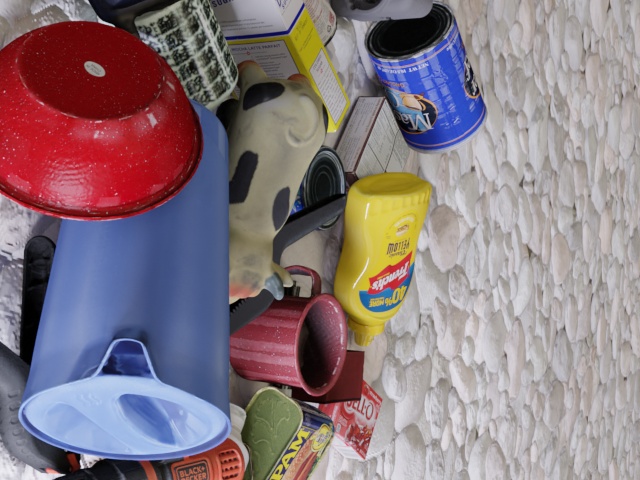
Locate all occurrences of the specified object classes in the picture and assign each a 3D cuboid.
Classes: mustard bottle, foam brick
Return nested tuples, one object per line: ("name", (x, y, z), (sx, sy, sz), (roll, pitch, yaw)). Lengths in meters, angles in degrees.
("mustard bottle", (0.059, 0.026, 1.124), (0.096, 0.058, 0.192), (-15, 125, -41))
("foam brick", (0.003, 0.135, 1.073), (0.078, 0.053, 0.051), (9, 85, -60))

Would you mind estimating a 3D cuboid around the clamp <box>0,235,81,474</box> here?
("clamp", (-0.204, 0.093, 0.728), (0.120, 0.039, 0.171), (-36, 120, -58))

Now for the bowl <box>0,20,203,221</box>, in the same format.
("bowl", (-0.150, -0.091, 0.686), (0.162, 0.162, 0.055), (-55, 172, -42))

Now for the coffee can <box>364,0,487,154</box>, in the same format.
("coffee can", (0.120, -0.181, 1.194), (0.102, 0.103, 0.140), (-64, 142, -34))

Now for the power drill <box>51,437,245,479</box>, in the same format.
("power drill", (-0.117, 0.245, 0.780), (0.184, 0.057, 0.187), (-3, 82, -49))

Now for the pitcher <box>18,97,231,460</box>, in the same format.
("pitcher", (-0.125, 0.025, 0.744), (0.144, 0.149, 0.243), (34, 45, -42))

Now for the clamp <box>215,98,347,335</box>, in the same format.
("clamp", (-0.056, 0.001, 0.951), (0.164, 0.036, 0.210), (31, 67, -35))

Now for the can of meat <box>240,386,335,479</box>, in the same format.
("can of meat", (-0.040, 0.192, 0.979), (0.102, 0.058, 0.083), (-58, 149, -2))

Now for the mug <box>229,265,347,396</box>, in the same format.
("mug", (-0.031, 0.080, 0.981), (0.093, 0.082, 0.117), (22, 74, -58))

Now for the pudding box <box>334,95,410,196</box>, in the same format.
("pudding box", (0.053, -0.086, 1.153), (0.090, 0.039, 0.113), (58, 44, -44))

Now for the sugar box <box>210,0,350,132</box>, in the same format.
("sugar box", (-0.049, -0.169, 0.919), (0.048, 0.093, 0.176), (-63, 142, -36))

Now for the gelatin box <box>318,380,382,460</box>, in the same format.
("gelatin box", (0.030, 0.185, 1.144), (0.089, 0.030, 0.073), (51, 50, -49))

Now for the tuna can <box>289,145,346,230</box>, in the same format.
("tuna can", (-0.008, -0.052, 1.055), (0.086, 0.034, 0.086), (-8, 99, -59))
